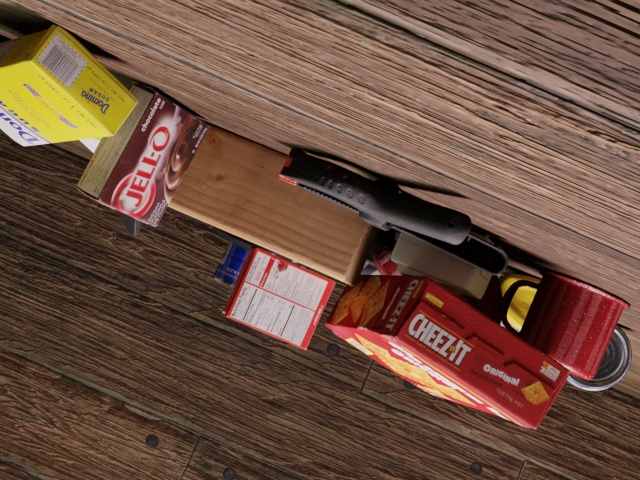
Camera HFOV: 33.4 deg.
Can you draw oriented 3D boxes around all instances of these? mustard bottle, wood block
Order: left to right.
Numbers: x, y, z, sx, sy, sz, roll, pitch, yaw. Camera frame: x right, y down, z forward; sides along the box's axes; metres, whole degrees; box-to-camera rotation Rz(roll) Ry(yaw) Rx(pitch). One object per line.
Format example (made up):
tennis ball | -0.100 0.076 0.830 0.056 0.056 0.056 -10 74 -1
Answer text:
wood block | -0.047 -0.037 1.053 0.206 0.090 0.090 23 178 10
mustard bottle | 0.243 0.082 1.212 0.096 0.058 0.191 30 179 12

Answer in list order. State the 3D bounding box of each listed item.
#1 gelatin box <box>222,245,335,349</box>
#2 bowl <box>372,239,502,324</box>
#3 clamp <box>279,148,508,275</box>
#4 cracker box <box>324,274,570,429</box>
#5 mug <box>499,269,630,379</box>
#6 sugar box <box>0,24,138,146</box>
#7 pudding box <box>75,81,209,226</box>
gelatin box | -0.041 0.056 1.038 0.089 0.073 0.030 24 178 -12
bowl | 0.133 0.041 1.112 0.162 0.055 0.162 36 166 11
clamp | 0.061 -0.026 0.914 0.210 0.036 0.164 24 177 30
cracker box | 0.112 0.102 1.027 0.164 0.072 0.214 33 171 -13
mug | 0.230 0.079 1.037 0.117 0.081 0.093 22 177 23
sugar box | -0.239 -0.126 0.905 0.177 0.048 0.093 -2 141 50
pudding box | -0.162 -0.078 0.982 0.039 0.113 0.090 26 179 29
